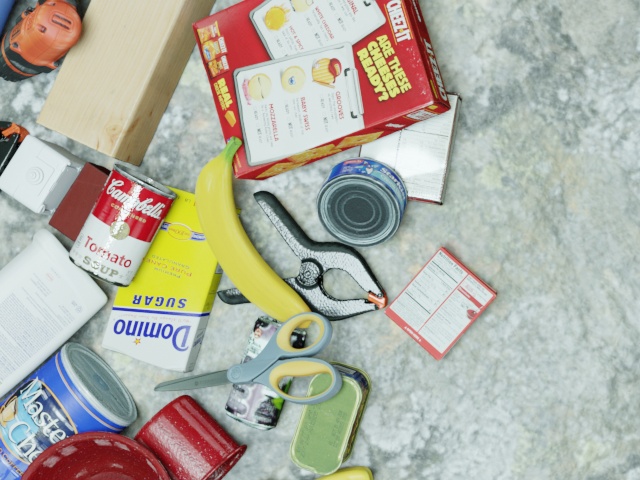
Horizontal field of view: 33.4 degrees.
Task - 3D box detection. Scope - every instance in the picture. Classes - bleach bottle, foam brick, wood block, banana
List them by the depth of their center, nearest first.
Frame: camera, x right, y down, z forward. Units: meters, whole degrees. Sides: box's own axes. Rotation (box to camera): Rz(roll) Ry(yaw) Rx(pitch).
[{"bbox_3d":[-0.074,0.003,1.029,0.070,0.037,0.198,-18,100,29],"label":"banana"},{"bbox_3d":[-0.336,0.106,1.052,0.250,0.068,0.102,-42,105,-12],"label":"bleach bottle"},{"bbox_3d":[-0.190,-0.189,1.072,0.091,0.090,0.206,25,91,8],"label":"wood block"},{"bbox_3d":[-0.230,-0.033,1.089,0.051,0.053,0.078,33,92,7],"label":"foam brick"}]

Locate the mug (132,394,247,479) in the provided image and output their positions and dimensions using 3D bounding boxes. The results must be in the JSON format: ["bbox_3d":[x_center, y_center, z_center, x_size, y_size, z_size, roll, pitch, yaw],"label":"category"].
[{"bbox_3d":[-0.141,0.215,1.052,0.081,0.093,0.117,44,101,12],"label":"mug"}]

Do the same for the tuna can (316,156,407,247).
[{"bbox_3d":[0.039,-0.036,1.034,0.086,0.033,0.086,8,125,11],"label":"tuna can"}]

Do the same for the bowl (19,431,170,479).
[{"bbox_3d":[-0.207,0.263,1.003,0.162,0.055,0.162,-1,76,6],"label":"bowl"}]

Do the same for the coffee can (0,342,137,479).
[{"bbox_3d":[-0.268,0.184,1.060,0.140,0.102,0.103,-41,83,4],"label":"coffee can"}]

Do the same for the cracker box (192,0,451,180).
[{"bbox_3d":[-0.001,-0.167,1.029,0.214,0.072,0.164,-19,83,22],"label":"cracker box"}]

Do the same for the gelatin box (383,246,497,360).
[{"bbox_3d":[0.118,0.062,1.052,0.073,0.030,0.089,41,93,8],"label":"gelatin box"}]

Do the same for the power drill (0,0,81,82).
[{"bbox_3d":[-0.266,-0.254,1.070,0.057,0.185,0.187,22,74,-30],"label":"power drill"}]

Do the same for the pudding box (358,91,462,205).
[{"bbox_3d":[0.087,-0.096,1.058,0.090,0.039,0.113,11,91,9],"label":"pudding box"}]

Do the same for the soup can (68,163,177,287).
[{"bbox_3d":[-0.192,-0.014,1.033,0.068,0.068,0.102,29,95,8],"label":"soup can"}]

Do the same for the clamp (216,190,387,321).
[{"bbox_3d":[-0.012,0.021,1.065,0.171,0.039,0.120,12,99,8],"label":"clamp"}]

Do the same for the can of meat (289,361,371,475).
[{"bbox_3d":[0.009,0.172,1.034,0.057,0.084,0.102,17,90,8],"label":"can of meat"}]

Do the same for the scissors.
[{"bbox_3d":[-0.068,0.111,1.026,0.202,0.016,0.096,4,72,28],"label":"scissors"}]

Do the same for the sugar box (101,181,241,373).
[{"bbox_3d":[-0.151,0.038,1.080,0.093,0.048,0.176,16,88,8],"label":"sugar box"}]
